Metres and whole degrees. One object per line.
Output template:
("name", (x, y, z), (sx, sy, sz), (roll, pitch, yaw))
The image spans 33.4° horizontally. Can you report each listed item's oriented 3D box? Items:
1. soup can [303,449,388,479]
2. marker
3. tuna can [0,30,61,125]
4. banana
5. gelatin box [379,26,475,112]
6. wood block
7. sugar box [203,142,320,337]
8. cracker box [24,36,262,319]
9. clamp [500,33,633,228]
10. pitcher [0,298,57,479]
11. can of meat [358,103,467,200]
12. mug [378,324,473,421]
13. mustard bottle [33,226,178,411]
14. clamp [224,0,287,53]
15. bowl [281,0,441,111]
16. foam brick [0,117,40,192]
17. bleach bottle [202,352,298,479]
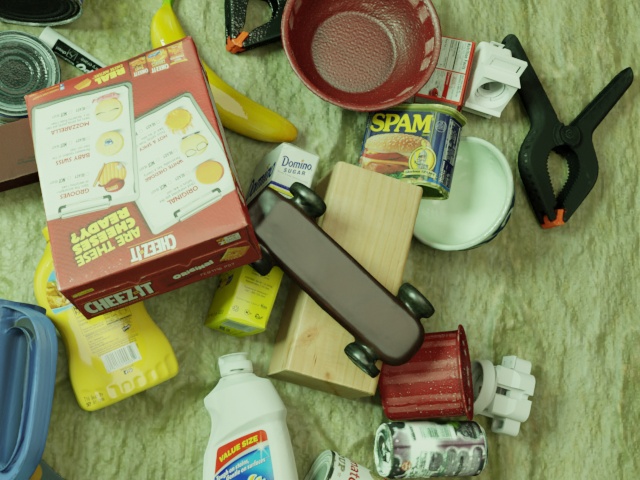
("soup can", (0.037, 0.252, 1.017), (0.102, 0.069, 0.068), (30, 73, -11))
("marker", (-0.216, -0.166, 1.033), (0.121, 0.020, 0.020), (33, 73, -10))
("tuna can", (-0.287, -0.152, 1.000), (0.086, 0.034, 0.086), (3, 80, -17))
("banana", (-0.107, -0.161, 1.057), (0.069, 0.037, 0.198), (-42, 95, -18))
("gelatin box", (0.112, -0.179, 1.121), (0.089, 0.030, 0.073), (13, 77, 5))
("wood block", (0.024, 0.041, 1.035), (0.090, 0.091, 0.206), (17, 76, -12))
("sugar box", (-0.057, 0.001, 1.017), (0.048, 0.093, 0.176), (19, 75, -16))
("cracker box", (-0.158, -0.057, 0.932), (0.164, 0.072, 0.214), (-20, 60, 2))
("clamp", (0.254, -0.119, 1.165), (0.164, 0.036, 0.210), (18, 76, -14))
("pitcher", (-0.295, 0.165, 0.880), (0.145, 0.149, 0.243), (4, 80, -13))
("can of meat", (0.089, -0.089, 1.077), (0.057, 0.102, 0.084), (26, 73, -56))
("mug", (0.105, 0.138, 1.043), (0.081, 0.117, 0.093), (-7, 52, 13))
("mustard bottle", (-0.208, 0.053, 0.978), (0.096, 0.058, 0.191), (-22, 88, -17))
("clamp", (-0.036, -0.258, 1.097), (0.120, 0.039, 0.171), (25, 78, -8))
("bowl", (0.038, -0.200, 1.077), (0.162, 0.055, 0.162), (2, 79, -8))
("foam brick", (-0.297, -0.073, 0.975), (0.078, 0.051, 0.053), (-17, 87, -19))
("bleach bottle", (-0.070, 0.231, 0.985), (0.103, 0.068, 0.251), (-12, 77, 12))
